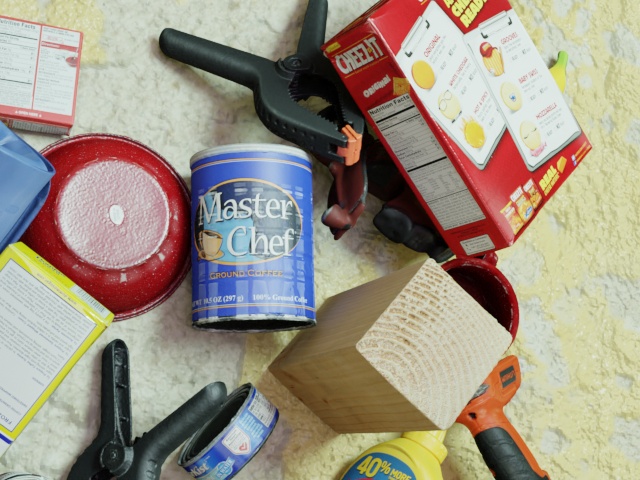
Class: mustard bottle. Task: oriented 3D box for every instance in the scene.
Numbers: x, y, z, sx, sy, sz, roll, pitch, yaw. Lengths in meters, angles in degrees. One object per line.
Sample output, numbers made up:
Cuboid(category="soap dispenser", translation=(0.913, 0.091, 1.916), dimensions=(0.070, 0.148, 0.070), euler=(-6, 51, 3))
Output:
Cuboid(category="mustard bottle", translation=(0.048, 0.224, 0.873), dimensions=(0.191, 0.096, 0.058), euler=(-53, 127, -22))

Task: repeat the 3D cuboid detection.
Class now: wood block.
Cuboid(category="wood block", translation=(0.047, 0.091, 0.838), dimensions=(0.090, 0.206, 0.090), euler=(44, 69, -7))

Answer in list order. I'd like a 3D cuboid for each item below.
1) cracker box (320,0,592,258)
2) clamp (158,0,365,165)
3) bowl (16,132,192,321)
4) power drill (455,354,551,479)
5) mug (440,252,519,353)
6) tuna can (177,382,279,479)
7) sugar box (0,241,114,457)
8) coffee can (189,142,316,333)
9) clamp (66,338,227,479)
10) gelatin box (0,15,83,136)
Cuboid(category="cracker box", translation=(0.118, -0.116, 0.887), dimensions=(0.164, 0.072, 0.213), euler=(-44, 106, -38))
Cuboid(category="clamp", translation=(-0.017, -0.144, 0.908), dimensions=(0.164, 0.036, 0.210), euler=(-28, 55, -25))
Cuboid(category="bowl", translation=(-0.172, -0.017, 0.863), dimensions=(0.162, 0.055, 0.162), euler=(4, 78, -19))
Cuboid(category="power drill", translation=(0.184, 0.194, 0.918), dimensions=(0.188, 0.057, 0.184), euler=(60, 25, 12))
Cuboid(category="mug", translation=(0.119, 0.057, 0.938), dimensions=(0.093, 0.082, 0.117), euler=(32, 71, -11))
Cuboid(category="tuna can", translation=(-0.072, 0.156, 0.847), dimensions=(0.033, 0.086, 0.086), euler=(44, 68, -9))
Cuboid(category="sugar box", translation=(-0.242, 0.098, 0.781), dimensions=(0.093, 0.048, 0.176), euler=(40, 92, -5))
Cuboid(category="coffee can", translation=(-0.056, 0.001, 0.875), dimensions=(0.102, 0.103, 0.140), euler=(2, 79, -19))
Cuboid(category="clamp", translation=(-0.140, 0.166, 0.819), dimensions=(0.039, 0.120, 0.171), euler=(31, 69, -53))
Cuboid(category="gelatin box", translation=(-0.236, -0.135, 0.875), dimensions=(0.073, 0.030, 0.089), euler=(8, 71, -18))
